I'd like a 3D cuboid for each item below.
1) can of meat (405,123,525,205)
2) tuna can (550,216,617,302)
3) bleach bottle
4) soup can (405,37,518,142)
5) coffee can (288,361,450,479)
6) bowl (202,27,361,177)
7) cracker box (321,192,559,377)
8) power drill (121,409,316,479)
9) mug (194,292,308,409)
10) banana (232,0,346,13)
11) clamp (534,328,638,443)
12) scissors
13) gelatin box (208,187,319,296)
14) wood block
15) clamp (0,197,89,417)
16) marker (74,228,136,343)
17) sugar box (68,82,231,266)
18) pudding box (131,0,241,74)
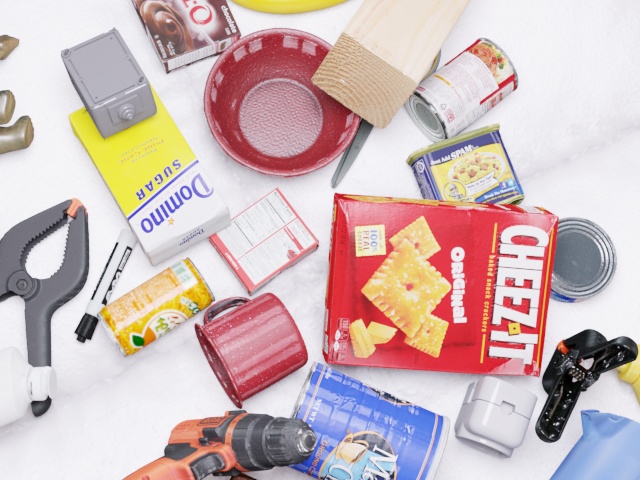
[{"bbox_3d":[0.151,-0.063,1.103,0.102,0.057,0.084,-19,81,-8],"label":"can of meat"},{"bbox_3d":[0.259,0.021,1.103,0.086,0.034,0.086,1,77,-4],"label":"tuna can"},{"bbox_3d":[-0.372,0.127,0.994,0.251,0.068,0.102,-2,80,3],"label":"bleach bottle"},{"bbox_3d":[0.147,-0.156,1.119,0.102,0.068,0.068,-37,82,-11],"label":"soup can"},{"bbox_3d":[0.039,0.188,1.010,0.140,0.103,0.102,23,76,1],"label":"coffee can"},{"bbox_3d":[-0.040,-0.135,1.105,0.162,0.055,0.162,1,77,-4],"label":"bowl"},{"bbox_3d":[0.113,0.043,1.040,0.213,0.072,0.164,4,99,-3],"label":"cracker box"},{"bbox_3d":[-0.115,0.207,0.919,0.187,0.185,0.057,-26,98,-43],"label":"power drill"},{"bbox_3d":[-0.071,0.096,1.039,0.081,0.093,0.117,-28,44,-15],"label":"mug"},{"bbox_3d":[-0.025,-0.277,1.149,0.197,0.037,0.069,0,78,-5],"label":"banana"},{"bbox_3d":[0.238,0.132,1.012,0.120,0.171,0.039,-43,87,2],"label":"clamp"},{"bbox_3d":[0.047,-0.156,1.137,0.096,0.016,0.201,42,77,7],"label":"scissors"},{"bbox_3d":[-0.057,0.001,1.085,0.089,0.030,0.073,-36,80,-11],"label":"gelatin box"},{"bbox_3d":[0.087,-0.225,1.084,0.090,0.091,0.205,34,57,-3],"label":"wood block"},{"bbox_3d":[-0.301,0.047,1.051,0.164,0.036,0.210,23,79,1],"label":"clamp"},{"bbox_3d":[-0.215,0.046,1.067,0.020,0.020,0.121,22,76,1],"label":"marker"},{"bbox_3d":[-0.172,-0.071,1.071,0.093,0.048,0.176,-30,69,-11],"label":"sugar box"},{"bbox_3d":[-0.146,-0.243,1.131,0.090,0.039,0.113,-23,80,-10],"label":"pudding box"}]
